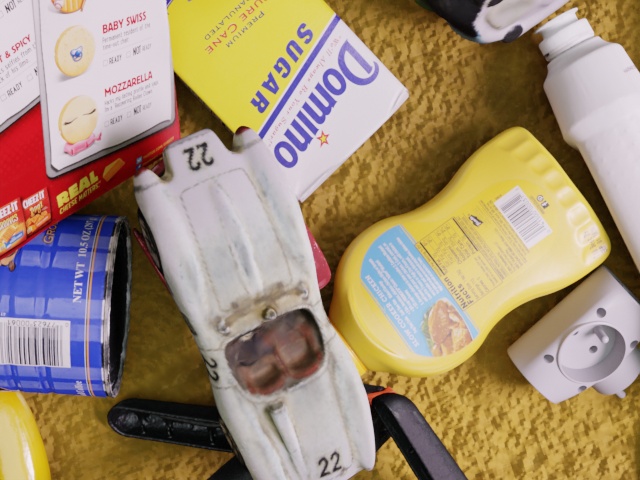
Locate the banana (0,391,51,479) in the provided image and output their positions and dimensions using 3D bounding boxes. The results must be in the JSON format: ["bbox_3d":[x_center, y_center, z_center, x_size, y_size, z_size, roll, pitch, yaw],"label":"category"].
[{"bbox_3d":[-0.193,0.174,0.631,0.069,0.037,0.198,13,92,-5],"label":"banana"}]

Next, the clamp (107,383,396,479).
[{"bbox_3d":[-0.041,0.114,0.622,0.171,0.120,0.039,-17,133,-21],"label":"clamp"}]

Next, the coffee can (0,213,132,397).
[{"bbox_3d":[-0.181,0.033,0.592,0.140,0.103,0.103,3,93,-4],"label":"coffee can"}]

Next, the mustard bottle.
[{"bbox_3d":[0.067,0.024,0.628,0.191,0.058,0.096,-36,85,-1],"label":"mustard bottle"}]

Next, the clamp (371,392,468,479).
[{"bbox_3d":[0.094,0.181,0.610,0.209,0.036,0.164,13,87,-20],"label":"clamp"}]

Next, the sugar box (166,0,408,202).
[{"bbox_3d":[-0.041,-0.116,0.622,0.093,0.048,0.176,-45,93,-1],"label":"sugar box"}]

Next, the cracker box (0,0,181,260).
[{"bbox_3d":[-0.154,-0.110,0.515,0.072,0.164,0.214,23,134,30],"label":"cracker box"}]
